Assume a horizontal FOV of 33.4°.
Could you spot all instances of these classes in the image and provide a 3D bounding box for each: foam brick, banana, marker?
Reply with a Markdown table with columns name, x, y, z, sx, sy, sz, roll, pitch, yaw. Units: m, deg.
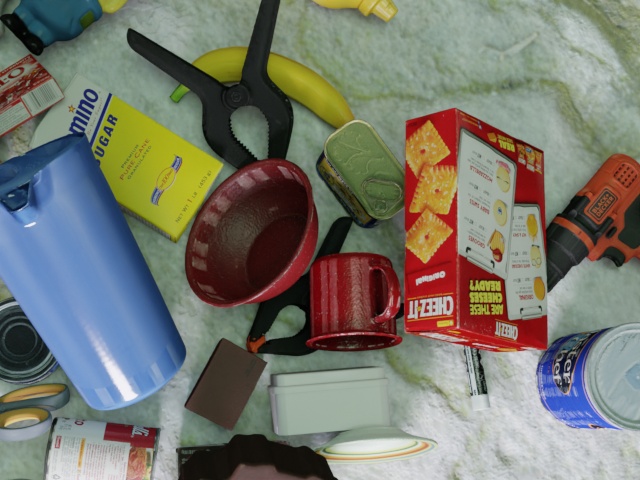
| name | x | y | z | sx | sy | sz | roll | pitch | yaw |
| --- | --- | --- | --- | --- | --- | --- | --- | --- | --- |
| foam brick | -0.094 | 0.142 | 1.054 | 0.053 | 0.051 | 0.078 | 30 | 78 | -4 |
| banana | -0.055 | -0.164 | 1.119 | 0.197 | 0.037 | 0.070 | 10 | 107 | -4 |
| marker | 0.158 | 0.116 | 1.112 | 0.020 | 0.020 | 0.121 | -7 | 82 | -10 |

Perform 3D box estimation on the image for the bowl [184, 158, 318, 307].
| name | x | y | z | sx | sy | sz | roll | pitch | yaw |
| --- | --- | --- | --- | --- | --- | --- | --- | --- | --- |
| bowl | -0.057 | 0.001 | 1.053 | 0.055 | 0.162 | 0.162 | 36 | 74 | -43 |

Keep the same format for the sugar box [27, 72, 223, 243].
| name | x | y | z | sx | sy | sz | roll | pitch | yaw |
| --- | --- | --- | --- | --- | --- | --- | --- | --- | --- |
| sugar box | -0.196 | -0.083 | 1.078 | 0.176 | 0.048 | 0.093 | 32 | 78 | -4 |

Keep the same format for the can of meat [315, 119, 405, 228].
| name | x | y | z | sx | sy | sz | roll | pitch | yaw |
| --- | --- | --- | --- | --- | --- | --- | --- | --- | --- |
| can of meat | 0.043 | -0.064 | 1.090 | 0.057 | 0.084 | 0.102 | -36 | 88 | -12 |

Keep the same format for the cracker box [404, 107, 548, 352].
| name | x | y | z | sx | sy | sz | roll | pitch | yaw |
| --- | --- | --- | --- | --- | --- | --- | --- | --- | --- |
| cracker box | 0.154 | -0.004 | 1.059 | 0.163 | 0.072 | 0.213 | 16 | 71 | -46 |

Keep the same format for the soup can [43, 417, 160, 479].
| name | x | y | z | sx | sy | sz | roll | pitch | yaw |
| --- | --- | --- | --- | --- | --- | --- | --- | --- | --- |
| soup can | -0.208 | 0.207 | 1.019 | 0.102 | 0.068 | 0.068 | 8 | 80 | -6 |

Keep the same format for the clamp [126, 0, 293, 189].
| name | x | y | z | sx | sy | sz | roll | pitch | yaw |
| --- | --- | --- | --- | --- | --- | --- | --- | --- | --- |
| clamp | -0.095 | -0.149 | 1.082 | 0.164 | 0.036 | 0.210 | -14 | 103 | 5 |

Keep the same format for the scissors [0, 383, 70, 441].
| name | x | y | z | sx | sy | sz | roll | pitch | yaw |
| --- | --- | --- | --- | --- | --- | --- | --- | --- | --- |
| scissors | -0.335 | 0.174 | 1.000 | 0.201 | 0.096 | 0.016 | -14 | 111 | -13 |

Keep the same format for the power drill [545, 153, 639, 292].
| name | x | y | z | sx | sy | sz | roll | pitch | yaw |
| --- | --- | --- | --- | --- | --- | --- | --- | --- | --- |
| power drill | 0.326 | 0.028 | 1.130 | 0.187 | 0.057 | 0.184 | 41 | 84 | -2 |

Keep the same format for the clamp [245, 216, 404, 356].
| name | x | y | z | sx | sy | sz | roll | pitch | yaw |
| --- | --- | --- | --- | --- | --- | --- | --- | --- | --- |
| clamp | -0.006 | 0.054 | 1.088 | 0.171 | 0.039 | 0.120 | -24 | 82 | -17 |

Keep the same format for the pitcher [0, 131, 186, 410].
| name | x | y | z | sx | sy | sz | roll | pitch | yaw |
| --- | --- | --- | --- | --- | --- | --- | --- | --- | --- |
| pitcher | -0.224 | 0.028 | 0.994 | 0.149 | 0.145 | 0.243 | -45 | 117 | -45 |

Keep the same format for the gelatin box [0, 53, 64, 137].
| name | x | y | z | sx | sy | sz | roll | pitch | yaw |
| --- | --- | --- | --- | --- | --- | --- | --- | --- | --- |
| gelatin box | -0.308 | -0.142 | 1.057 | 0.089 | 0.073 | 0.030 | -34 | 130 | -13 |

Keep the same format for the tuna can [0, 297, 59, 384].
| name | x | y | z | sx | sy | sz | roll | pitch | yaw |
| --- | --- | --- | --- | --- | --- | --- | --- | --- | --- |
| tuna can | -0.292 | 0.098 | 1.041 | 0.086 | 0.034 | 0.086 | 1 | 81 | -8 |

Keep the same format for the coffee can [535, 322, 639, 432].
| name | x | y | z | sx | sy | sz | roll | pitch | yaw |
| --- | --- | --- | --- | --- | --- | --- | --- | --- | --- |
| coffee can | 0.287 | 0.138 | 1.065 | 0.102 | 0.140 | 0.103 | 1 | 81 | -8 |

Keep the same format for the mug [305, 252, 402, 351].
| name | x | y | z | sx | sy | sz | roll | pitch | yaw |
| --- | --- | --- | --- | --- | --- | --- | --- | --- | --- |
| mug | 0.037 | 0.056 | 1.021 | 0.093 | 0.117 | 0.081 | 7 | 72 | -29 |
